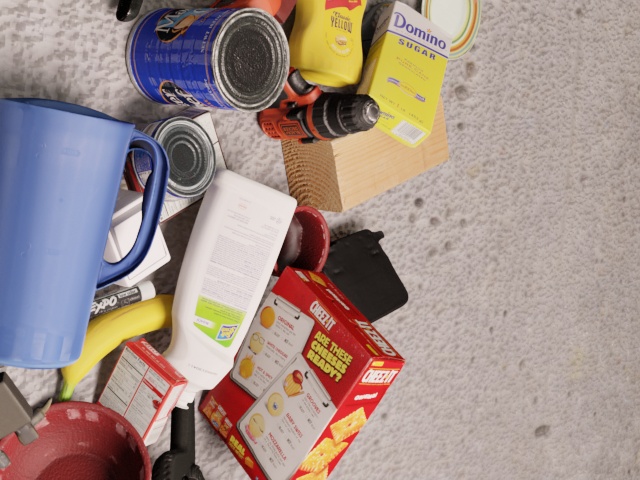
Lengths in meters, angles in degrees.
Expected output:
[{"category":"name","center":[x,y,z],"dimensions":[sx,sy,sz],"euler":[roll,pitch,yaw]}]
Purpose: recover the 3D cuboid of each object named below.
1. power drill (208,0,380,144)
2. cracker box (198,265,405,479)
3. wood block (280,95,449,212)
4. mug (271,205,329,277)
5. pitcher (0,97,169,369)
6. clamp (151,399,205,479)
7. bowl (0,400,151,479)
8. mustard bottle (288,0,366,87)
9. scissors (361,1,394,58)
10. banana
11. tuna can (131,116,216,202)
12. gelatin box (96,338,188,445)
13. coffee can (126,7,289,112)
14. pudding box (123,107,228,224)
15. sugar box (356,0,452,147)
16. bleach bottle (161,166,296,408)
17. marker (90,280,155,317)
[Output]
[{"category":"power drill","center":[-0.036,-0.188,1.157],"dimensions":[0.057,0.185,0.187],"euler":[-47,119,-29]},{"category":"cracker box","center":[-0.024,0.163,1.188],"dimensions":[0.071,0.164,0.214],"euler":[10,118,-48]},{"category":"wood block","center":[0.059,-0.113,1.326],"dimensions":[0.205,0.090,0.091],"euler":[-27,116,-40]},{"category":"mug","center":[-0.058,0.002,1.233],"dimensions":[0.117,0.082,0.093],"euler":[-7,103,-45]},{"category":"pitcher","center":[-0.248,-0.007,0.996],"dimensions":[0.144,0.149,0.243],"euler":[1,101,-59]},{"category":"clamp","center":[-0.146,0.246,1.141],"dimensions":[0.210,0.036,0.164],"euler":[-47,120,-77]},{"category":"bowl","center":[-0.248,0.245,1.064],"dimensions":[0.162,0.162,0.055],"euler":[-50,164,-27]},{"category":"mustard bottle","center":[0.012,-0.283,1.254],"dimensions":[0.096,0.058,0.191],"euler":[9,83,-39]},{"category":"scissors","center":[0.043,-0.240,1.335],"dimensions":[0.201,0.016,0.096],"euler":[-34,119,-37]},{"category":"banana","center":[-0.205,0.097,1.138],"dimensions":[0.197,0.037,0.070],"euler":[-30,142,-36]},{"category":"tuna can","center":[-0.148,-0.083,1.090],"dimensions":[0.085,0.034,0.086],"euler":[7,80,-45]},{"category":"gelatin box","center":[-0.186,0.159,1.115],"dimensions":[0.030,0.073,0.089],"euler":[-7,130,-59]},{"category":"coffee can","center":[-0.116,-0.186,1.090],"dimensions":[0.102,0.141,0.103],"euler":[-12,107,-44]},{"category":"pudding box","center":[-0.156,-0.081,1.146],"dimensions":[0.113,0.039,0.090],"euler":[-33,120,-35]},{"category":"sugar box","center":[0.102,-0.204,1.294],"dimensions":[0.093,0.048,0.176],"euler":[30,53,-18]},{"category":"bleach bottle","center":[-0.115,0.055,1.138],"dimensions":[0.102,0.068,0.251],"euler":[23,88,-19]},{"category":"marker","center":[-0.228,0.067,1.098],"dimensions":[0.120,0.020,0.020],"euler":[-18,112,-30]}]
